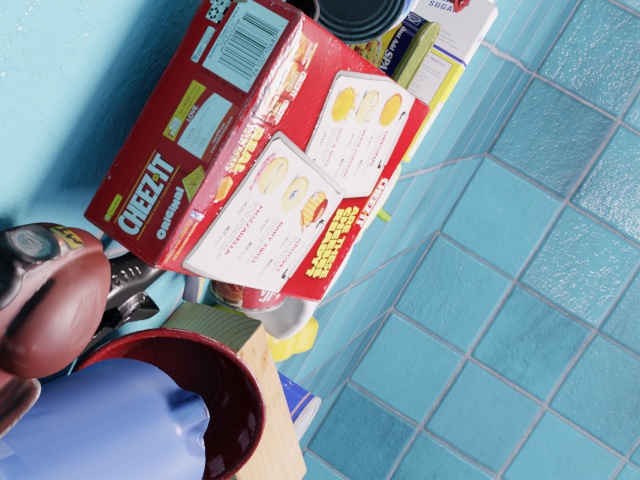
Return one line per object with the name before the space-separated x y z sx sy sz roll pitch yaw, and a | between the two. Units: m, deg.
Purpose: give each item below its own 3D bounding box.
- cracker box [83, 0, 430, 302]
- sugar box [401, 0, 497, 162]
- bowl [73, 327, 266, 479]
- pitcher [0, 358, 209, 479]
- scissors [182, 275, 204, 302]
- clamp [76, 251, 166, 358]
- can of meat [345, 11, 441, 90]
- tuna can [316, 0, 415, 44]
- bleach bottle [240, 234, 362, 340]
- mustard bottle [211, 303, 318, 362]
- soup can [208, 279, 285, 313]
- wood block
cracker box | -0.030 -0.054 0.682 0.164 0.072 0.213 -60 155 6
sugar box | 0.093 -0.176 1.067 0.176 0.093 0.048 -58 171 6
bowl | -0.126 0.129 0.867 0.162 0.162 0.055 -61 -164 20
pitcher | -0.189 0.163 0.701 0.242 0.145 0.149 -4 114 -73
scissors | -0.106 0.036 0.909 0.202 0.016 0.096 108 -7 -56
clamp | -0.145 0.042 0.739 0.209 0.036 0.165 -40 171 -46
can of meat | 0.037 -0.156 0.887 0.102 0.084 0.057 -60 170 16
tuna can | 0.025 -0.182 0.741 0.086 0.086 0.033 -63 170 29
bleach bottle | -0.009 0.010 1.123 0.068 0.102 0.250 -51 174 29
mustard bottle | -0.069 0.093 1.110 0.191 0.096 0.058 -4 114 -77
soup can | -0.056 0.001 0.910 0.068 0.068 0.102 -42 147 -57
wood block | -0.091 0.170 1.008 0.090 0.091 0.206 -49 140 -38
